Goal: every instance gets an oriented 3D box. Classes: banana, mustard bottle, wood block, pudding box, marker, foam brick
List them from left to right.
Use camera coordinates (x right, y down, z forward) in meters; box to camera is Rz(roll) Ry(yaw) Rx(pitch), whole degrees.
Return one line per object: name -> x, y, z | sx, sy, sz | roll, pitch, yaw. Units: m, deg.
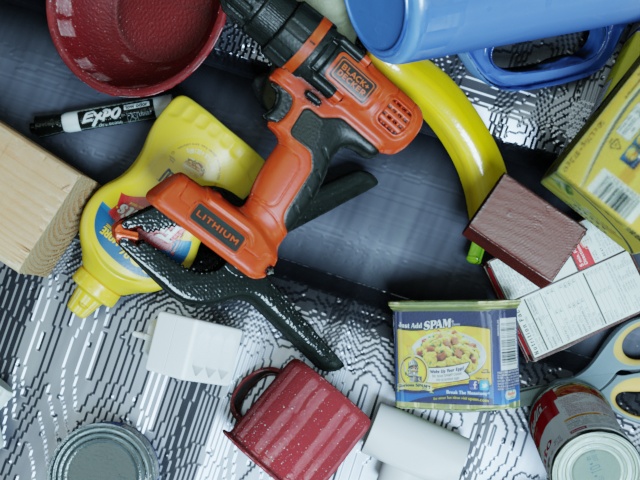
wood block -> -0.289, -0.065, 0.852 | 0.206, 0.090, 0.091 | 33, 87, 3
marker -> -0.182, -0.103, 0.889 | 0.121, 0.020, 0.020 | -9, 85, 0
mustard bottle -> -0.137, -0.016, 0.860 | 0.096, 0.058, 0.191 | 40, 87, -9
banana -> 0.105, -0.081, 0.852 | 0.069, 0.037, 0.198 | -40, 107, -40
foam brick -> 0.156, -0.007, 0.819 | 0.078, 0.053, 0.051 | 35, 86, 5
pudding box -> 0.200, 0.036, 0.861 | 0.113, 0.039, 0.090 | -24, 85, 1

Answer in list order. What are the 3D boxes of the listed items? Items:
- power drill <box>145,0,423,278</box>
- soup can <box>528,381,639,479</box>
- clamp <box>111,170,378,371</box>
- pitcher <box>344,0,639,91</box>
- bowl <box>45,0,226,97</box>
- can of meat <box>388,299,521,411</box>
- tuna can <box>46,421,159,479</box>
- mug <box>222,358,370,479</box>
power drill -> -0.042, -0.081, 0.781 | 0.184, 0.057, 0.187 | 39, 87, -11
soup can -> 0.199, 0.156, 0.808 | 0.068, 0.102, 0.068 | 1, 102, 2
clamp -> -0.055, 0.001, 0.838 | 0.209, 0.036, 0.164 | 17, 87, -18
pitcher -> 0.143, -0.198, 0.803 | 0.242, 0.145, 0.149 | -18, 78, -23
bowl -> -0.139, -0.193, 0.867 | 0.162, 0.055, 0.162 | 0, 90, 17
can of meat -> 0.105, 0.088, 0.834 | 0.102, 0.057, 0.084 | -3, 87, 32
tuna can -> -0.173, 0.188, 0.855 | 0.086, 0.034, 0.086 | 0, 85, 1
mug -> -0.023, 0.142, 0.837 | 0.117, 0.093, 0.081 | 33, 79, 40
